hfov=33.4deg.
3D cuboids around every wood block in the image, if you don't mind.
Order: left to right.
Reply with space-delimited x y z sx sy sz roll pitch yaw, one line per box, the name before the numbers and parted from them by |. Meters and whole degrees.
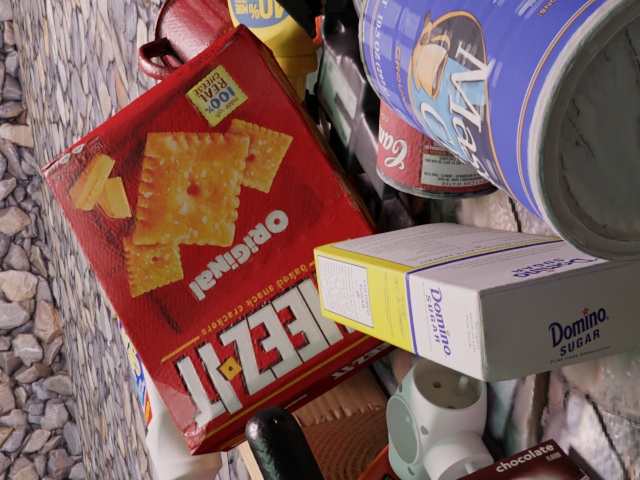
wood block | -0.032 0.094 0.822 0.206 0.090 0.090 -121 30 -45

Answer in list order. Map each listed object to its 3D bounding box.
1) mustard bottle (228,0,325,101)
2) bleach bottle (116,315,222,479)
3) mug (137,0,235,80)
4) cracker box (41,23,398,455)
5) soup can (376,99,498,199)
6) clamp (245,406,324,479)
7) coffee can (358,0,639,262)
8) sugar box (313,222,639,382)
mustard bottle | -0.028 -0.189 0.722 0.096 0.058 0.191 12 113 46
bleach bottle | -0.120 0.091 0.835 0.103 0.068 0.251 159 98 -68
mug | -0.080 -0.144 0.812 0.082 0.117 0.093 49 144 46
cracker box | -0.054 0.001 0.665 0.214 0.164 0.072 59 -170 14
soup can | 0.064 -0.080 0.523 0.069 0.068 0.102 -131 37 -54
clamp | 0.021 0.183 0.480 0.210 0.036 0.164 53 163 48
coffee can | 0.089 -0.068 0.412 0.140 0.102 0.103 -132 37 -55
sugar box | 0.072 0.024 0.514 0.176 0.093 0.048 -160 62 -67
